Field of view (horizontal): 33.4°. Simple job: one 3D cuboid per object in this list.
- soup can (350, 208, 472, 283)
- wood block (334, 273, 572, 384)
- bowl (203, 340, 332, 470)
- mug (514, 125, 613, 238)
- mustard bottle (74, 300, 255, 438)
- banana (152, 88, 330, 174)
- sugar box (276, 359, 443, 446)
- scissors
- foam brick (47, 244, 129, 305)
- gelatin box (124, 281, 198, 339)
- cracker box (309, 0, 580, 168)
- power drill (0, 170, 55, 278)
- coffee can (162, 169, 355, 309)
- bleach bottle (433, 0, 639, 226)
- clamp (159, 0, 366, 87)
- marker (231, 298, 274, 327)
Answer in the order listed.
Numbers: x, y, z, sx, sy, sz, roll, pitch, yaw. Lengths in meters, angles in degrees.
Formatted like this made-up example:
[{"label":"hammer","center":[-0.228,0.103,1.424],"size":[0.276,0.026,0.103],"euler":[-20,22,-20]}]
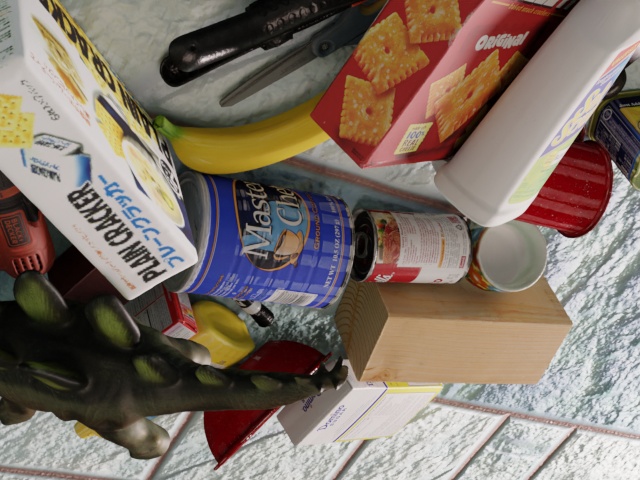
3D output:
[{"label":"soup can","center":[0.081,0.006,0.993],"size":[0.102,0.068,0.069],"euler":[2,130,-23]},{"label":"wood block","center":[0.131,0.081,1.065],"size":[0.205,0.090,0.091],"euler":[4,129,-23]},{"label":"bowl","center":[-0.063,0.149,1.045],"size":[0.162,0.055,0.162],"euler":[-44,175,-5]},{"label":"mug","center":[0.207,-0.066,0.970],"size":[0.081,0.093,0.117],"euler":[11,96,-23]},{"label":"mustard bottle","center":[-0.161,0.133,1.023],"size":[0.192,0.058,0.096],"euler":[-36,154,14]},{"label":"banana","center":[-0.036,-0.092,0.873],"size":[0.197,0.037,0.070],"euler":[-17,152,-14]},{"label":"sugar box","center":[0.043,0.166,1.105],"size":[0.093,0.048,0.175],"euler":[-47,148,21]},{"label":"scissors","center":[0.020,-0.153,0.862],"size":[0.202,0.016,0.096],"euler":[-41,132,18]},{"label":"foam brick","center":[-0.191,0.028,0.924],"size":[0.078,0.051,0.053],"euler":[-38,132,15]},{"label":"gelatin box","center":[-0.158,0.076,0.964],"size":[0.089,0.073,0.030],"euler":[-37,133,14]},{"label":"cracker box","center":[0.111,-0.155,0.808],"size":[0.214,0.072,0.163],"euler":[-52,158,27]},{"label":"power drill","center":[-0.313,-0.024,0.826],"size":[0.187,0.057,0.184],"euler":[-14,134,-8]},{"label":"coffee can","center":[-0.056,0.001,0.913],"size":[0.140,0.103,0.103],"euler":[9,127,-27]},{"label":"bleach bottle","center":[0.192,-0.127,0.825],"size":[0.102,0.068,0.251],"euler":[-19,148,-54]},{"label":"clamp","center":[-0.042,-0.157,0.779],"size":[0.171,0.120,0.039],"euler":[-27,103,-1]},{"label":"marker","center":[-0.079,0.047,1.005],"size":[0.020,0.020,0.121],"euler":[-32,134,9]}]
